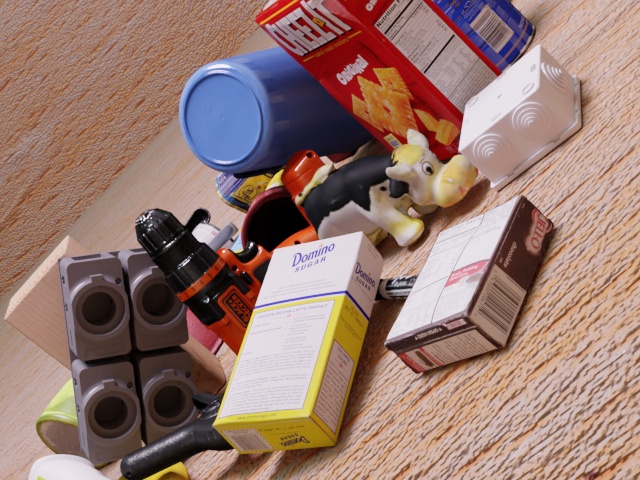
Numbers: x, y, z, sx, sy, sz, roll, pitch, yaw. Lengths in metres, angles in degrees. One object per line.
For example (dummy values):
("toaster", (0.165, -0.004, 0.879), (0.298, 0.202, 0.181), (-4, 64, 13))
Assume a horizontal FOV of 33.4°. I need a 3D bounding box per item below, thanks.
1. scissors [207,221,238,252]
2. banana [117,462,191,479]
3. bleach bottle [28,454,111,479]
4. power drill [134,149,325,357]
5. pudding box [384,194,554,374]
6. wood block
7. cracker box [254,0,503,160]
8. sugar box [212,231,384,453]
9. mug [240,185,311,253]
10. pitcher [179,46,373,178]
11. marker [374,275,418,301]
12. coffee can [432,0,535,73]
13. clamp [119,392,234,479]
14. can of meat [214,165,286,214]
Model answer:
("scissors", (-0.160, 0.049, 1.206), (0.201, 0.016, 0.096), (-48, 2, -21))
("banana", (-0.151, 0.224, 0.954), (0.069, 0.037, 0.198), (-53, 16, -15))
("bleach bottle", (-0.204, 0.251, 0.950), (0.251, 0.068, 0.102), (-14, 71, 62))
("power drill", (-0.056, 0.001, 0.988), (0.187, 0.184, 0.057), (-45, 13, -24))
("pudding box", (0.101, 0.030, 0.727), (0.090, 0.039, 0.113), (-29, 23, 52))
("wood block", (-0.205, 0.100, 1.078), (0.091, 0.206, 0.090), (-49, 15, 1))
("cracker box", (0.058, -0.164, 0.972), (0.072, 0.213, 0.164), (-53, 16, -15))
("sugar box", (-0.013, 0.078, 0.832), (0.093, 0.048, 0.176), (-11, 41, 33))
("mug", (-0.037, -0.001, 1.108), (0.081, 0.093, 0.117), (-107, 23, -77))
("pitcher", (-0.043, -0.132, 1.107), (0.145, 0.149, 0.242), (3, 14, 28))
("marker", (0.067, 0.037, 0.837), (0.020, 0.020, 0.121), (-54, 16, -18))
("coffee can", (0.128, -0.225, 1.061), (0.103, 0.140, 0.103), (-44, 16, 16))
("clamp", (-0.090, 0.158, 0.892), (0.172, 0.039, 0.120), (-22, 17, 48))
("can of meat", (-0.067, -0.074, 1.311), (0.084, 0.102, 0.057), (-45, 41, 24))
